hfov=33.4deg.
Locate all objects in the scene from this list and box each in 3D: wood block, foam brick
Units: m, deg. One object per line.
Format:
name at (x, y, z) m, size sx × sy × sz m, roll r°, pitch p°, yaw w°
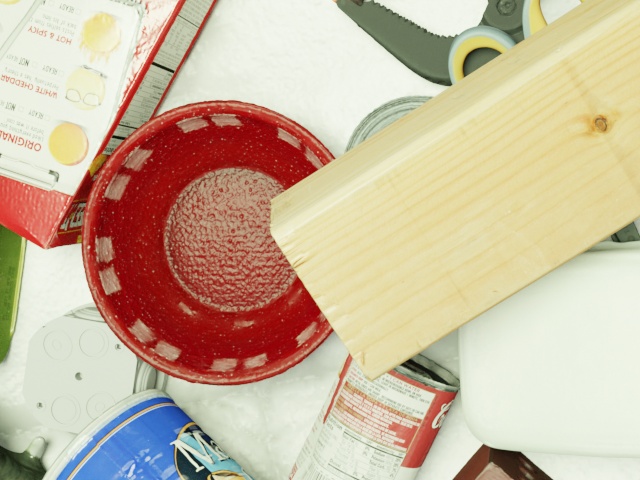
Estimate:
wood block at (0.085, -0.030, 0.533) m, size 0.206 × 0.090 × 0.091 m, roll -32°, pitch 102°, yaw 5°
foam brick at (0.100, 0.149, 0.597) m, size 0.053 × 0.078 × 0.051 m, roll 40°, pitch 98°, yaw 6°

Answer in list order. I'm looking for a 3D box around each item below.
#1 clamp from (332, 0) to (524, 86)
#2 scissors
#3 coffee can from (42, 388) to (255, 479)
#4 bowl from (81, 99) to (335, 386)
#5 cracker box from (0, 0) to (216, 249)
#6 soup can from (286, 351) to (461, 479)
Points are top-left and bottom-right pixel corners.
clamp at (0.111, -0.122, 0.607) m, size 0.210 × 0.036 × 0.164 m, roll 0°, pitch 97°, yaw 11°
scissors at (0.130, -0.045, 0.596) m, size 0.096 × 0.016 × 0.202 m, roll -9°, pitch 104°, yaw 16°
coffee can at (-0.076, 0.167, 0.595) m, size 0.140 × 0.102 × 0.103 m, roll 39°, pitch 97°, yaw 21°
bowl at (-0.054, 0.001, 0.624) m, size 0.162 × 0.055 × 0.162 m, roll 0°, pitch 93°, yaw 5°
cracker box at (-0.167, -0.127, 0.633) m, size 0.164 × 0.072 × 0.214 m, roll 31°, pitch 97°, yaw 7°
soup can at (0.029, 0.112, 0.611) m, size 0.068 × 0.068 × 0.102 m, roll 26°, pitch 96°, yaw 7°
